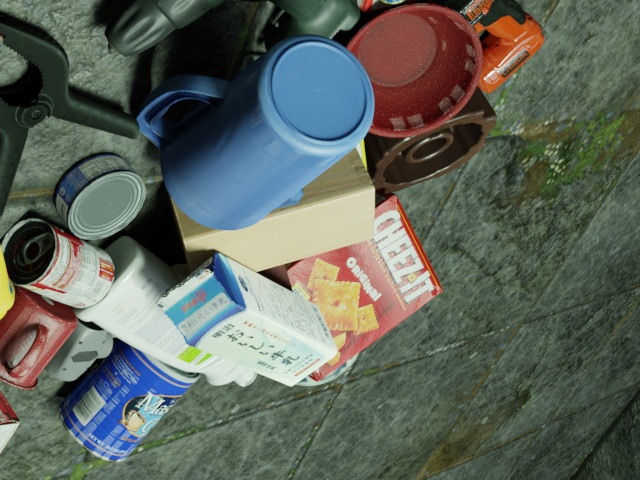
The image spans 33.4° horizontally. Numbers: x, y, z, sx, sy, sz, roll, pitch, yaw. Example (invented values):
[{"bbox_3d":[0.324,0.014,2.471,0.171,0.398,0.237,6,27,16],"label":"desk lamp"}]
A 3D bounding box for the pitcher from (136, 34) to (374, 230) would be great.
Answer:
[{"bbox_3d":[-0.060,-0.101,0.976,0.149,0.145,0.243,-21,177,-28],"label":"pitcher"}]

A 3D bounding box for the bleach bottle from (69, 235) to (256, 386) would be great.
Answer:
[{"bbox_3d":[-0.161,0.101,1.197,0.102,0.068,0.250,-43,130,3],"label":"bleach bottle"}]

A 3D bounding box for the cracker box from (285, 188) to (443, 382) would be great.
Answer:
[{"bbox_3d":[0.033,0.056,1.378,0.213,0.072,0.164,-35,117,-12],"label":"cracker box"}]

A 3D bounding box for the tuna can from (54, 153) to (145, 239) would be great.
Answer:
[{"bbox_3d":[-0.218,-0.044,1.055,0.086,0.034,0.086,-30,148,-21],"label":"tuna can"}]

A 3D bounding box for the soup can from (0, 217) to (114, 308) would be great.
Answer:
[{"bbox_3d":[-0.260,0.025,1.061,0.068,0.069,0.102,-45,151,5],"label":"soup can"}]

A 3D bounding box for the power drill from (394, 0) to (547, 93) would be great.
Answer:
[{"bbox_3d":[0.178,-0.241,1.246,0.184,0.057,0.187,-42,152,11],"label":"power drill"}]

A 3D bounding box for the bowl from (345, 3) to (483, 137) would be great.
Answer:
[{"bbox_3d":[0.090,-0.192,1.150,0.162,0.055,0.162,-7,129,-9],"label":"bowl"}]

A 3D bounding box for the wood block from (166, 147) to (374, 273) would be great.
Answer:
[{"bbox_3d":[-0.052,-0.033,1.153,0.206,0.090,0.091,-16,145,-9],"label":"wood block"}]

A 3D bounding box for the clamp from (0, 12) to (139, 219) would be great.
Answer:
[{"bbox_3d":[-0.258,-0.109,0.918,0.164,0.036,0.210,-38,148,-9],"label":"clamp"}]

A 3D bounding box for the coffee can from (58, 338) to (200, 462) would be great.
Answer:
[{"bbox_3d":[-0.226,0.177,1.266,0.140,0.103,0.102,-48,150,10],"label":"coffee can"}]

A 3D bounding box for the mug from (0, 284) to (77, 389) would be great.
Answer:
[{"bbox_3d":[-0.297,0.094,1.067,0.093,0.117,0.081,37,95,-26],"label":"mug"}]

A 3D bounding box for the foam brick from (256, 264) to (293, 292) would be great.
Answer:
[{"bbox_3d":[-0.066,0.053,1.268,0.051,0.078,0.053,-18,-176,-14],"label":"foam brick"}]
